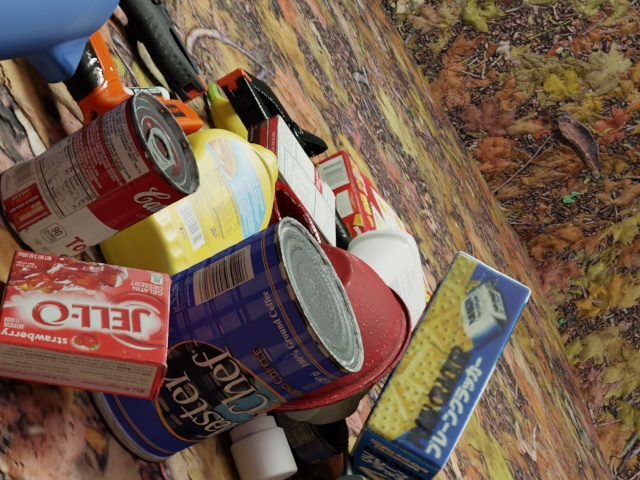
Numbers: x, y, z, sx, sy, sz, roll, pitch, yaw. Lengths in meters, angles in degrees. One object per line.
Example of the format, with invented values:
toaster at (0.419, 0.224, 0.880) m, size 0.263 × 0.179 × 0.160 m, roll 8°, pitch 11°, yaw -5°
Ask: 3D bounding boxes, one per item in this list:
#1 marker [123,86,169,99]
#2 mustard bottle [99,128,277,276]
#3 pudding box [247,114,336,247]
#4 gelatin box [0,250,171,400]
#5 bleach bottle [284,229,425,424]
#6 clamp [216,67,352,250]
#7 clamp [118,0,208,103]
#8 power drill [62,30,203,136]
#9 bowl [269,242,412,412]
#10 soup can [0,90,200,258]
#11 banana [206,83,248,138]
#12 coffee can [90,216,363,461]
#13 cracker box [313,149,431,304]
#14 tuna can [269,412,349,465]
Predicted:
marker at (-0.153, -0.117, 0.874) m, size 0.020 × 0.020 × 0.121 m, roll 63°, pitch 15°, yaw -1°
mustard bottle at (-0.083, -0.029, 0.776) m, size 0.191 × 0.058 × 0.096 m, roll -42°, pitch 114°, yaw -55°
pudding box at (-0.026, -0.045, 0.967) m, size 0.113 × 0.039 × 0.090 m, roll 53°, pitch 22°, yaw -31°
gelatin box at (-0.126, 0.044, 0.573) m, size 0.089 × 0.030 × 0.073 m, roll 10°, pitch 37°, yaw -13°
bleach bottle at (0.024, 0.073, 0.880) m, size 0.250 × 0.068 × 0.102 m, roll -41°, pitch 122°, yaw -64°
clamp at (-0.031, -0.089, 1.057) m, size 0.209 × 0.036 × 0.164 m, roll 45°, pitch 22°, yaw -49°
clamp at (-0.158, -0.201, 0.962) m, size 0.171 × 0.039 × 0.120 m, roll 58°, pitch 13°, yaw -10°
power drill at (-0.163, -0.149, 0.784) m, size 0.187 × 0.057 × 0.184 m, roll 59°, pitch 25°, yaw 3°
bowl at (-0.018, 0.048, 0.762) m, size 0.162 × 0.162 × 0.055 m, roll -92°, pitch 173°, yaw -57°
soup can at (-0.133, -0.036, 0.641) m, size 0.068 × 0.102 × 0.068 m, roll 56°, pitch 16°, yaw -26°
banana at (-0.057, -0.073, 1.095) m, size 0.197 × 0.037 × 0.069 m, roll 57°, pitch 18°, yaw -22°
coffee can at (-0.059, 0.061, 0.653) m, size 0.102 × 0.140 × 0.103 m, roll 56°, pitch 16°, yaw -26°
cracker box at (0.062, 0.019, 1.280) m, size 0.213 × 0.072 × 0.164 m, roll 48°, pitch 22°, yaw -49°
tuna can at (-0.011, 0.143, 0.890) m, size 0.086 × 0.034 × 0.086 m, roll 56°, pitch 17°, yaw -26°
